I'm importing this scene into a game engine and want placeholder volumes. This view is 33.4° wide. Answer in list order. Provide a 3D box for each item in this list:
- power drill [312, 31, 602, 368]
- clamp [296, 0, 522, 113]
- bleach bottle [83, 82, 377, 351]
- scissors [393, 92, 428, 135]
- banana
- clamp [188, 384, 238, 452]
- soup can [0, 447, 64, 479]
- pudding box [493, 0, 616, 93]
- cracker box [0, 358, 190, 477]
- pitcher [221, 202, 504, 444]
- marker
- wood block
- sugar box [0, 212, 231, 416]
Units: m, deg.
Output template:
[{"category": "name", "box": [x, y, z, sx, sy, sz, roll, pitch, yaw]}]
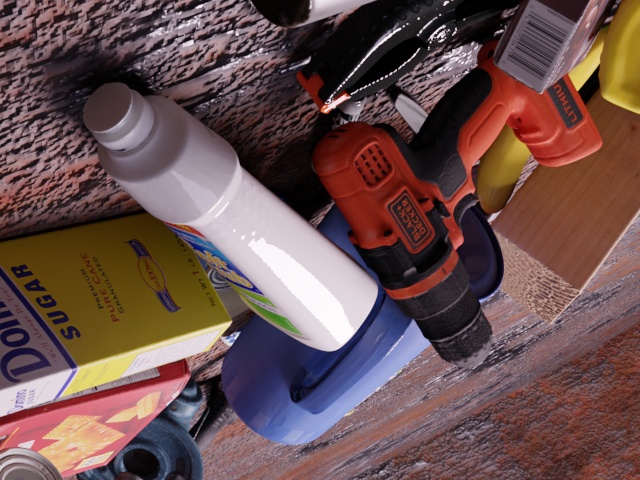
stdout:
[{"category": "power drill", "box": [0.103, -0.034, 0.702, 0.187, 0.184, 0.057, -43, -157, -24]}, {"category": "clamp", "box": [0.067, -0.131, 0.615, 0.171, 0.039, 0.120, -35, 159, 11]}, {"category": "bleach bottle", "box": [-0.057, -0.016, 0.618, 0.068, 0.103, 0.250, -55, 144, -7]}, {"category": "scissors", "box": [0.072, -0.071, 0.821, 0.096, 0.016, 0.201, -39, 160, 25]}, {"category": "banana", "box": [0.170, -0.092, 0.844, 0.069, 0.037, 0.198, 4, 134, -37]}, {"category": "clamp", "box": [-0.099, 0.174, 1.145, 0.210, 0.036, 0.164, -51, 179, 27]}, {"category": "soup can", "box": [-0.230, 0.195, 0.737, 0.102, 0.068, 0.068, -40, 160, 26]}, {"category": "pudding box", "box": [0.152, -0.149, 0.616, 0.089, 0.039, 0.114, -35, 157, -53]}, {"category": "cracker box", "box": [-0.227, 0.138, 0.812, 0.213, 0.072, 0.164, -10, 153, -47]}, {"category": "pitcher", "box": [0.018, 0.064, 0.829, 0.148, 0.145, 0.243, -4, 145, -42]}, {"category": "marker", "box": [0.015, -0.079, 0.700, 0.020, 0.020, 0.121, -23, 161, -22]}, {"category": "wood block", "box": [0.228, -0.043, 0.912, 0.206, 0.090, 0.091, -50, 169, -19]}, {"category": "sugar box", "box": [-0.149, 0.041, 0.639, 0.175, 0.093, 0.048, -14, 155, -44]}]
